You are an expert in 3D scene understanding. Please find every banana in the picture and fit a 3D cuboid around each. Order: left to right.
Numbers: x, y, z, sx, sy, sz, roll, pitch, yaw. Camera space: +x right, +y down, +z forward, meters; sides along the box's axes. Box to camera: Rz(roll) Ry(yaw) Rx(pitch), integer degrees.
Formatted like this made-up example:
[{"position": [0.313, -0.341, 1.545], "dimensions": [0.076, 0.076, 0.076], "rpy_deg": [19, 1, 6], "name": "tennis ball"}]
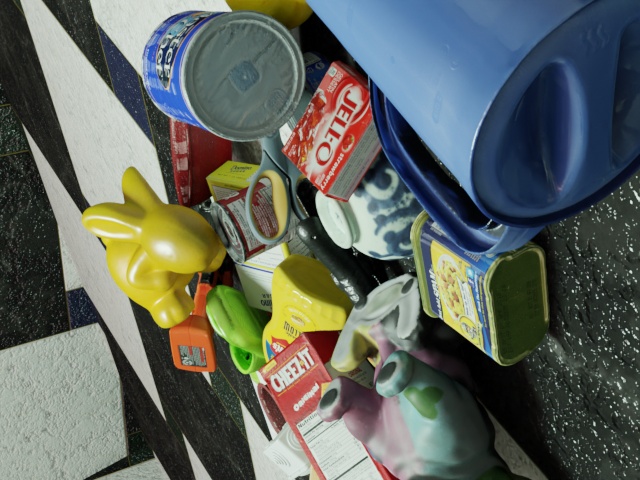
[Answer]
[{"position": [-0.044, -0.212, 0.914], "dimensions": [0.198, 0.037, 0.069], "rpy_deg": [-165, 68, -64], "name": "banana"}]

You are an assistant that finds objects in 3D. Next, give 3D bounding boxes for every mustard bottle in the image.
[{"position": [-0.017, 0.109, 1.158], "dimensions": [0.096, 0.058, 0.192], "rpy_deg": [30, 135, 19], "name": "mustard bottle"}]

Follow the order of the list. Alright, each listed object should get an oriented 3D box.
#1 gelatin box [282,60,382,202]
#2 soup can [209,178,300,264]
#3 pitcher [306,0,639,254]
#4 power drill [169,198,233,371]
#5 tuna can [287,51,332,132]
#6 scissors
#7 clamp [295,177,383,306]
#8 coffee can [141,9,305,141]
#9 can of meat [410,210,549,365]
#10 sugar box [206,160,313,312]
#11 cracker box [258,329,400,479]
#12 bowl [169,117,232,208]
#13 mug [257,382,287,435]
[{"position": [0.016, -0.087, 0.847], "dimensions": [0.089, 0.030, 0.073], "rpy_deg": [-58, 45, 17], "name": "gelatin box"}, {"position": [-0.050, -0.028, 1.065], "dimensions": [0.068, 0.102, 0.068], "rpy_deg": [53, 159, 30], "name": "soup can"}, {"position": [0.069, -0.119, 0.578], "dimensions": [0.243, 0.149, 0.145], "rpy_deg": [52, -177, 40], "name": "pitcher"}, {"position": [-0.151, 0.063, 1.400], "dimensions": [0.184, 0.057, 0.187], "rpy_deg": [87, -170, -51], "name": "power drill"}, {"position": [-0.006, -0.120, 0.929], "dimensions": [0.086, 0.033, 0.086], "rpy_deg": [52, 159, 30], "name": "tuna can"}, {"position": [-0.030, -0.095, 1.033], "dimensions": [0.016, 0.096, 0.202], "rpy_deg": [145, 129, -76], "name": "scissors"}, {"position": [0.025, 0.018, 0.989], "dimensions": [0.171, 0.039, 0.120], "rpy_deg": [55, -163, -28], "name": "clamp"}, {"position": [-0.085, -0.143, 0.901], "dimensions": [0.140, 0.102, 0.103], "rpy_deg": [28, 140, 64], "name": "coffee can"}, {"position": [0.116, 0.029, 0.767], "dimensions": [0.084, 0.057, 0.102], "rpy_deg": [38, 150, 48], "name": "can of meat"}, {"position": [-0.058, 0.001, 1.180], "dimensions": [0.093, 0.048, 0.176], "rpy_deg": [13, 133, 37], "name": "sugar box"}, {"position": [0.055, 0.187, 0.978], "dimensions": [0.164, 0.072, 0.214], "rpy_deg": [6, -133, -59], "name": "cracker box"}, {"position": [-0.135, -0.112, 1.214], "dimensions": [0.162, 0.055, 0.162], "rpy_deg": [175, 90, -76], "name": "bowl"}, {"position": [-0.020, 0.211, 1.342], "dimensions": [0.093, 0.081, 0.117], "rpy_deg": [42, 152, 48], "name": "mug"}]
